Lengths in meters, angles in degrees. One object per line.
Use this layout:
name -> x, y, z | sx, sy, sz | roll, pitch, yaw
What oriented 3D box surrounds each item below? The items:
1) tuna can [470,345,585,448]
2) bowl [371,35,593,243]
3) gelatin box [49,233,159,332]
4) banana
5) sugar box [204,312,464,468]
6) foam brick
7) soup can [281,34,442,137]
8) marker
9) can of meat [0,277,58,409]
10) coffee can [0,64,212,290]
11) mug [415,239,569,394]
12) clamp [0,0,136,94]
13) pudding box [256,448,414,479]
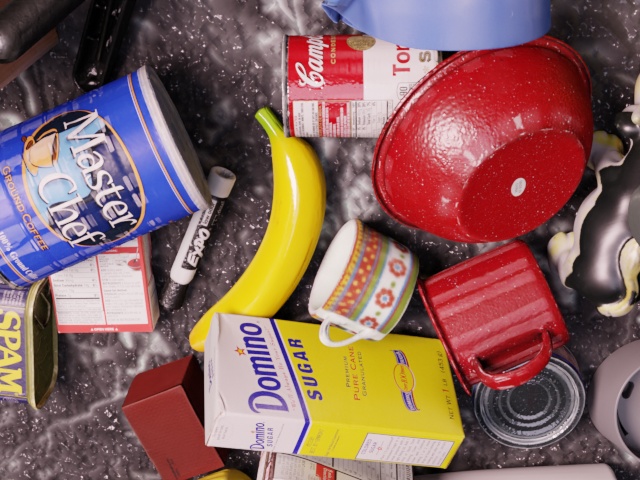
tuna can -> 0.156, 0.114, 0.806 | 0.086, 0.033, 0.086 | 1, 113, 2
bowl -> 0.116, -0.051, 0.686 | 0.162, 0.055, 0.162 | -15, 137, -15
gelatin box -> -0.161, 0.023, 0.785 | 0.073, 0.030, 0.089 | -1, 112, 5
banana -> -0.039, 0.005, 0.771 | 0.070, 0.037, 0.198 | 28, 111, 23
sugar box -> 0.007, 0.106, 0.757 | 0.176, 0.093, 0.048 | 9, 131, -16
foam brick -> -0.109, 0.137, 0.819 | 0.053, 0.051, 0.078 | -20, 110, 12
soup can -> 0.027, -0.102, 0.703 | 0.102, 0.068, 0.068 | 0, 113, 2
marker -> -0.091, 0.002, 0.775 | 0.020, 0.020, 0.121 | 22, 116, -7
can of meat -> -0.245, 0.070, 0.795 | 0.084, 0.057, 0.102 | 6, 112, 3
coffee can -> -0.156, -0.041, 0.706 | 0.140, 0.103, 0.103 | -23, 110, 1
mug -> 0.124, 0.057, 0.742 | 0.081, 0.117, 0.093 | -25, 122, 7
clamp -> -0.120, -0.180, 0.663 | 0.036, 0.164, 0.210 | 34, 88, 4
pudding box -> 0.012, 0.176, 0.752 | 0.113, 0.090, 0.039 | 22, 110, -6
